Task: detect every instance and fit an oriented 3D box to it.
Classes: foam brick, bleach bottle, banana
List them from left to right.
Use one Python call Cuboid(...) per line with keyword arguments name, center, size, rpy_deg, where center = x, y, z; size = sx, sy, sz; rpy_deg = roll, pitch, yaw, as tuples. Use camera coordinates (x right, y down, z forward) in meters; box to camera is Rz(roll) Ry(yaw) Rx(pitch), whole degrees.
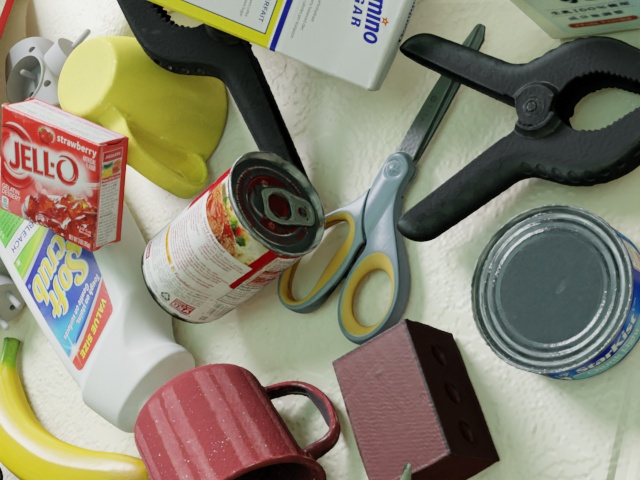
Cuboid(name="banana", center=(-0.188, 0.136, 0.734), size=(0.198, 0.037, 0.069), rpy_deg=(30, 96, 38))
Cuboid(name="bleach bottle", center=(-0.148, 0.031, 0.721), size=(0.103, 0.068, 0.251), rpy_deg=(-48, 56, 15))
Cuboid(name="foam brick", center=(0.050, 0.090, 0.561), size=(0.051, 0.052, 0.078), rpy_deg=(-32, 60, 25))

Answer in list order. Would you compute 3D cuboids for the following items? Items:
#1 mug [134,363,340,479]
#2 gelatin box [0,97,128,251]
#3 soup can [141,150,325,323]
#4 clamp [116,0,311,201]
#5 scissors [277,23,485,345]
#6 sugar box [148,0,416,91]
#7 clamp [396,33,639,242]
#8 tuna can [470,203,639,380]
Cuboid(name="mug", center=(-0.045, 0.119, 0.609), size=(0.117, 0.093, 0.082), rpy_deg=(-29, 50, -9))
Cuboid(name="gelatin box", center=(-0.166, -0.043, 0.682), size=(0.089, 0.030, 0.073), rpy_deg=(23, 118, 26))
Cuboid(name="soup can", center=(-0.054, 0.001, 0.642), size=(0.102, 0.068, 0.068), rpy_deg=(-37, 56, 41))
Cuboid(name="clamp", center=(-0.043, -0.143, 0.668), size=(0.210, 0.036, 0.164), rpy_deg=(37, 96, 11))
Cuboid(name="scissors", center=(0.052, -0.022, 0.617), size=(0.202, 0.016, 0.096), rpy_deg=(-48, 56, 16))
Cuboid(name="sugar box", center=(-0.030, -0.161, 0.621), size=(0.176, 0.048, 0.093), rpy_deg=(24, 102, 6))
Cuboid(name="clamp", center=(0.112, -0.074, 0.569), size=(0.172, 0.039, 0.120), rpy_deg=(-15, 77, 25))
Cuboid(name="tuna can", center=(0.121, 0.027, 0.539), size=(0.086, 0.033, 0.086), rpy_deg=(-12, 70, 34))
